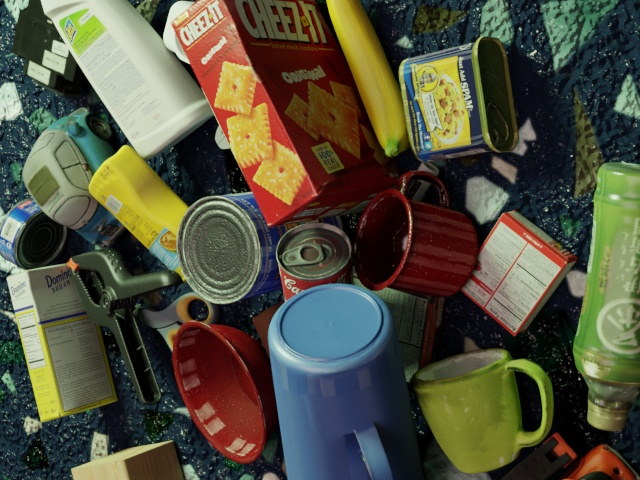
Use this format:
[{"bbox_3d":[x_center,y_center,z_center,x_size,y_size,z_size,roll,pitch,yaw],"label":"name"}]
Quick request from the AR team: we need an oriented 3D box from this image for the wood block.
[{"bbox_3d":[-0.201,0.346,1.228,0.090,0.090,0.206,-17,87,34],"label":"wood block"}]

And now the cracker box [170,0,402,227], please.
[{"bbox_3d":[-0.024,-0.126,0.995,0.072,0.163,0.214,-31,79,32],"label":"cracker box"}]

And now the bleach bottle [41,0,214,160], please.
[{"bbox_3d":[-0.219,-0.214,1.136,0.103,0.068,0.251,-31,96,35],"label":"bleach bottle"}]

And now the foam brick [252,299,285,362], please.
[{"bbox_3d":[-0.023,0.101,1.094,0.053,0.051,0.078,-33,78,34],"label":"foam brick"}]

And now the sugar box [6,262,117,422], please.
[{"bbox_3d":[-0.307,0.118,1.269,0.048,0.093,0.176,-19,85,35],"label":"sugar box"}]

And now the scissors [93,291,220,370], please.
[{"bbox_3d":[-0.186,0.075,1.226,0.202,0.016,0.096,33,112,27],"label":"scissors"}]

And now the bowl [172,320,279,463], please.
[{"bbox_3d":[-0.089,0.151,1.127,0.162,0.055,0.162,29,130,41],"label":"bowl"}]

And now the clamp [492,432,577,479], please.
[{"bbox_3d":[0.162,0.238,0.971,0.171,0.120,0.039,-40,78,10],"label":"clamp"}]

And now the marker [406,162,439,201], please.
[{"bbox_3d":[0.076,-0.022,1.027,0.020,0.020,0.121,42,117,23],"label":"marker"}]

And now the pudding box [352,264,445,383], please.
[{"bbox_3d":[0.062,0.081,1.041,0.114,0.039,0.090,15,104,31],"label":"pudding box"}]

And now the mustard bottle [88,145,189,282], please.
[{"bbox_3d":[-0.162,-0.011,1.150,0.191,0.058,0.096,45,150,-2],"label":"mustard bottle"}]

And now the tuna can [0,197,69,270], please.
[{"bbox_3d":[-0.344,-0.006,1.281,0.034,0.085,0.086,26,111,28],"label":"tuna can"}]

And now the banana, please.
[{"bbox_3d":[0.049,-0.158,1.001,0.037,0.069,0.198,-21,72,2],"label":"banana"}]

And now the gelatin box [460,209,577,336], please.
[{"bbox_3d":[0.175,0.029,0.960,0.073,0.030,0.089,41,118,22],"label":"gelatin box"}]

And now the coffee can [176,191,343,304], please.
[{"bbox_3d":[-0.057,0.001,1.049,0.103,0.140,0.103,5,100,34],"label":"coffee can"}]

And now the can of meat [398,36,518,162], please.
[{"bbox_3d":[0.123,-0.124,0.959,0.084,0.057,0.102,-7,92,37],"label":"can of meat"}]

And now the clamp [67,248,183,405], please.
[{"bbox_3d":[-0.227,0.079,1.213,0.210,0.036,0.165,27,115,44],"label":"clamp"}]

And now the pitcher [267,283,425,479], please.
[{"bbox_3d":[0.027,0.166,0.954,0.149,0.144,0.243,12,134,25],"label":"pitcher"}]

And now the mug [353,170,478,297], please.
[{"bbox_3d":[0.089,-0.005,0.972,0.093,0.081,0.117,-12,69,59],"label":"mug"}]

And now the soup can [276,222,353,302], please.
[{"bbox_3d":[-0.002,0.042,0.987,0.069,0.068,0.102,30,147,28],"label":"soup can"}]
